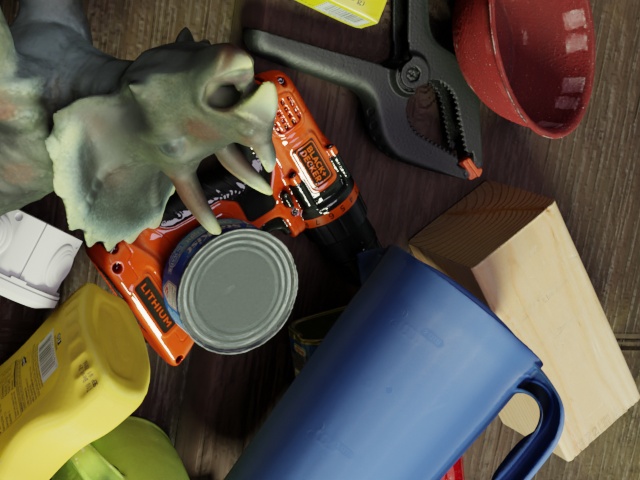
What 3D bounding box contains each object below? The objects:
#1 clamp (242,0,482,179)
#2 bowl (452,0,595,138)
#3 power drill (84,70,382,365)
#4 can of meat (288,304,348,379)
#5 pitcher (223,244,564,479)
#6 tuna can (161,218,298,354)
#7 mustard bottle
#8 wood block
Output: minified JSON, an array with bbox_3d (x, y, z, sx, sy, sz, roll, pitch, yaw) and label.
[{"bbox_3d":[0.063,-0.134,0.786,0.164,0.036,0.209,-48,116,-7],"label":"clamp"},{"bbox_3d":[0.145,-0.153,0.792,0.161,0.055,0.162,6,83,-50],"label":"bowl"},{"bbox_3d":[-0.055,0.001,0.753,0.187,0.057,0.184,-39,118,-15],"label":"power drill"},{"bbox_3d":[0.028,0.097,0.821,0.102,0.058,0.084,-14,109,-23],"label":"can of meat"},{"bbox_3d":[0.037,0.138,0.724,0.145,0.149,0.243,39,89,-23],"label":"pitcher"},{"bbox_3d":[-0.060,0.029,0.703,0.086,0.034,0.086,-10,110,-27],"label":"tuna can"},{"bbox_3d":[-0.192,0.119,0.681,0.192,0.096,0.058,-41,132,17],"label":"mustard bottle"},{"bbox_3d":[0.168,0.065,0.865,0.090,0.091,0.206,-37,117,-15],"label":"wood block"}]
